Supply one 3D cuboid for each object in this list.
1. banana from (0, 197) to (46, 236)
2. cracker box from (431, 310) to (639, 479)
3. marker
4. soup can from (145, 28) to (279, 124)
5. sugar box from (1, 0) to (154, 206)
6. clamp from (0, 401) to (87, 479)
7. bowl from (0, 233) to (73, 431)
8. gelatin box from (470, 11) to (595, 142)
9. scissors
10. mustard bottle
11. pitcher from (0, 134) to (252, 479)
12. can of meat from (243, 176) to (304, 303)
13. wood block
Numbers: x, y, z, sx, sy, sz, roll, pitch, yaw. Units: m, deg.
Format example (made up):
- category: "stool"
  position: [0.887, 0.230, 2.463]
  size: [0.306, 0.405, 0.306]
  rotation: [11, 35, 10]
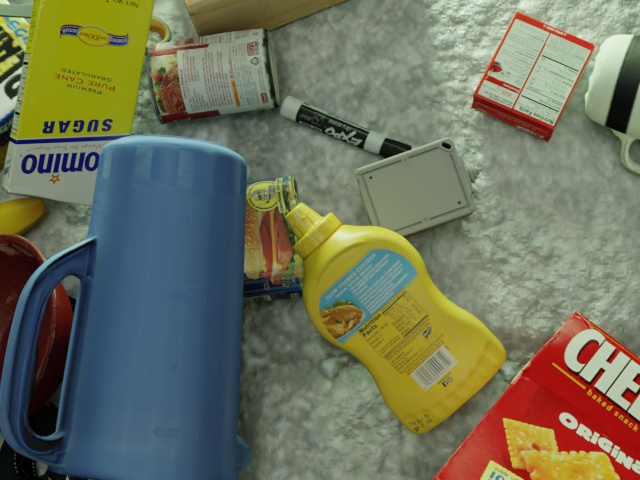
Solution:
- category: "banana"
  position: [-0.306, 0.037, 0.888]
  size: [0.069, 0.037, 0.197]
  rotation: [30, 79, -4]
- category: "cracker box"
  position: [0.181, 0.167, 0.729]
  size: [0.164, 0.072, 0.213]
  rotation: [39, 49, 14]
- category: "marker"
  position: [0.023, -0.092, 0.900]
  size: [0.121, 0.020, 0.020]
  rotation: [24, 77, 12]
- category: "soup can"
  position: [-0.089, -0.139, 0.900]
  size: [0.102, 0.068, 0.068]
  rotation: [-8, 73, 3]
- category: "sugar box"
  position: [-0.198, -0.118, 0.869]
  size: [0.093, 0.048, 0.176]
  rotation: [8, 93, -24]
- category: "clamp"
  position: [-0.200, 0.199, 0.814]
  size: [0.120, 0.039, 0.171]
  rotation: [-11, 68, 12]
- category: "bowl"
  position: [-0.241, 0.079, 0.825]
  size: [0.162, 0.055, 0.162]
  rotation: [-13, 67, 33]
- category: "gelatin box"
  position: [0.177, -0.137, 0.893]
  size: [0.073, 0.030, 0.089]
  rotation: [26, 78, 11]
- category: "scissors"
  position: [-0.225, -0.209, 0.918]
  size: [0.201, 0.016, 0.096]
  rotation: [12, 57, -21]
- category: "mustard bottle"
  position: [0.044, 0.047, 0.808]
  size: [0.096, 0.058, 0.191]
  rotation: [-42, 92, 7]
- category: "pitcher"
  position: [-0.124, 0.051, 0.759]
  size: [0.145, 0.149, 0.243]
  rotation: [2, 82, 15]
- category: "can of meat"
  position: [-0.056, 0.001, 0.861]
  size: [0.084, 0.057, 0.102]
  rotation: [-7, 73, 0]
- category: "wood block"
  position: [-0.024, -0.252, 0.917]
  size: [0.206, 0.090, 0.091]
  rotation: [-21, 73, -1]
